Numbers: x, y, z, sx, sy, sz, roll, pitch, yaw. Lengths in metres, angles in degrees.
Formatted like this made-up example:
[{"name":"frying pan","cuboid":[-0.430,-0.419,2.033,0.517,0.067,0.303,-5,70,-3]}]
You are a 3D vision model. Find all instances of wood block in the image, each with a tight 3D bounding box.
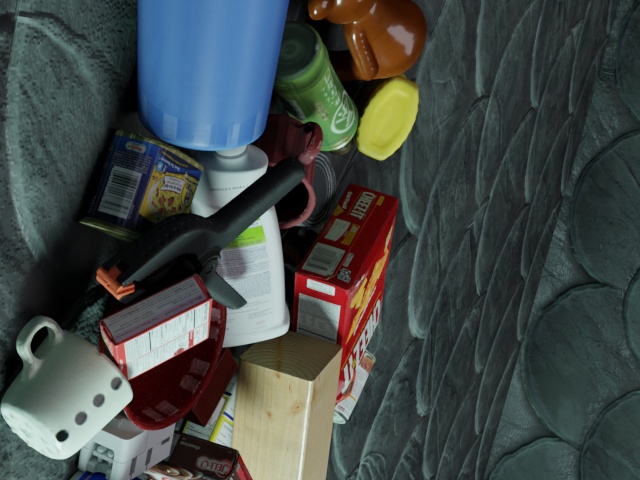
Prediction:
[{"name":"wood block","cuboid":[-0.042,0.215,1.199,0.090,0.090,0.206,-39,140,-59]}]

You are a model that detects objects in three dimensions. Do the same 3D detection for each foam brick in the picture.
[{"name":"foam brick","cuboid":[-0.129,0.143,1.100,0.078,0.051,0.053,-62,158,-25]}]

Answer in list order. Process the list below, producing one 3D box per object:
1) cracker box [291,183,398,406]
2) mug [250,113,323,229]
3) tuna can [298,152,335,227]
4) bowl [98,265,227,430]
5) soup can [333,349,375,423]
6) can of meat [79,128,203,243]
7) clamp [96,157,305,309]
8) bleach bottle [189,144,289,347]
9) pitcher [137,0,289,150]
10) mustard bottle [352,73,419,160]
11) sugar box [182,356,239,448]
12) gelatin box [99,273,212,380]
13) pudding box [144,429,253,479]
[{"name":"cracker box","cuboid":[0.027,0.067,1.261,0.214,0.072,0.164,94,19,-45]},{"name":"mug","cuboid":[-0.040,-0.077,1.052,0.117,0.093,0.081,-37,-148,38]},{"name":"tuna can","cuboid":[-0.018,-0.058,1.211,0.086,0.034,0.086,-13,105,-58]},{"name":"bowl","cuboid":[-0.152,0.089,0.976,0.161,0.055,0.162,-36,133,-52]},{"name":"soup can","cuboid":[0.027,0.200,1.514,0.102,0.069,0.068,-63,157,-21]},{"name":"can of meat","cuboid":[-0.147,-0.039,0.900,0.102,0.057,0.084,31,76,-68]},{"name":"clamp","cuboid":[-0.105,0.020,0.909,0.209,0.036,0.165,-25,145,-46]},{"name":"bleach bottle","cuboid":[-0.078,-0.007,1.022,0.102,0.068,0.251,-11,134,-16]},{"name":"pitcher","cuboid":[-0.084,-0.204,0.848,0.149,0.145,0.243,-27,136,-46]},{"name":"mustard bottle","cuboid":[0.072,-0.159,1.282,0.191,0.058,0.096,-100,-147,-75]},{"name":"sugar box","cuboid":[-0.121,0.221,1.195,0.093,0.048,0.176,63,45,-62]},{"name":"gelatin box","cuboid":[-0.132,0.071,0.865,0.089,0.030,0.073,-27,156,-21]},{"name":"pudding box","cuboid":[-0.129,0.230,1.083,0.090,0.114,0.039,76,34,-54]}]
